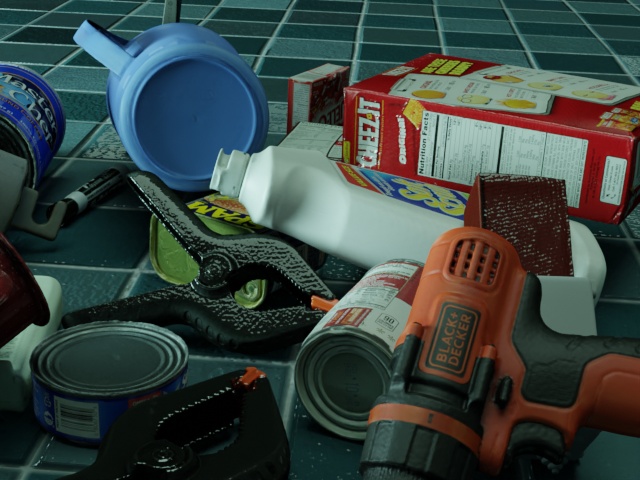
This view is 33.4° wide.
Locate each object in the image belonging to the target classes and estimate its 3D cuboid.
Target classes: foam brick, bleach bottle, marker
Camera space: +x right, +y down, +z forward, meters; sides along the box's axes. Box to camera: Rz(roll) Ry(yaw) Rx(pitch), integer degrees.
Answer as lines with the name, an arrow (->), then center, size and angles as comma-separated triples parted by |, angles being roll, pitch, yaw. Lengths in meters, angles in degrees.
foam brick -> 0.114, 0.007, 0.620 | 0.051, 0.078, 0.053 | 2, -23, -2
bleach bottle -> 0.051, -0.008, 0.694 | 0.251, 0.068, 0.102 | 17, 21, -3
marker -> -0.193, -0.038, 0.889 | 0.020, 0.020, 0.121 | 8, 23, 14

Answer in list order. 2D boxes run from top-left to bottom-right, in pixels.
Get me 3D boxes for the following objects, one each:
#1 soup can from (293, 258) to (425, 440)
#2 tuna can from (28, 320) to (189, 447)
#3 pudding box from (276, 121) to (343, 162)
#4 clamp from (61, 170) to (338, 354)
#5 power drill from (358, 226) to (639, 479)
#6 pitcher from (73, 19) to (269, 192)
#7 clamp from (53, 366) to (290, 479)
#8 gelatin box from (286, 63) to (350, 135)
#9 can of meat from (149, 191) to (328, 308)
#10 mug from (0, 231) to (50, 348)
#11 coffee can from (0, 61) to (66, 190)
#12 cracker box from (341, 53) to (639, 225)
soup can -> 0.034, 0.059, 0.602 | 0.069, 0.068, 0.102 | 11, 24, 20
tuna can -> -0.115, 0.077, 0.587 | 0.086, 0.034, 0.086 | 2, 22, -1
pudding box -> 0.009, -0.075, 0.976 | 0.090, 0.039, 0.113 | 6, 20, 11
clamp -> -0.068, 0.016, 0.673 | 0.171, 0.120, 0.039 | 8, -19, 5
power drill -> 0.114, 0.094, 0.470 | 0.188, 0.057, 0.184 | 17, 64, 7
pitcher -> -0.118, -0.115, 0.866 | 0.149, 0.145, 0.243 | -9, 13, -8
clamp -> -0.065, 0.118, 0.486 | 0.165, 0.036, 0.209 | 13, 24, 27
gelatin box -> -0.001, -0.134, 1.075 | 0.030, 0.073, 0.089 | 14, 24, 24
can of meat -> -0.055, 0.001, 0.756 | 0.102, 0.057, 0.083 | 16, 23, 30
mug -> -0.191, 0.032, 0.529 | 0.081, 0.093, 0.117 | -42, 27, -27
coffee can -> -0.271, -0.081, 0.875 | 0.102, 0.103, 0.140 | 1, 22, -4
cracker box -> 0.145, -0.081, 0.801 | 0.214, 0.072, 0.163 | 13, 23, 25
